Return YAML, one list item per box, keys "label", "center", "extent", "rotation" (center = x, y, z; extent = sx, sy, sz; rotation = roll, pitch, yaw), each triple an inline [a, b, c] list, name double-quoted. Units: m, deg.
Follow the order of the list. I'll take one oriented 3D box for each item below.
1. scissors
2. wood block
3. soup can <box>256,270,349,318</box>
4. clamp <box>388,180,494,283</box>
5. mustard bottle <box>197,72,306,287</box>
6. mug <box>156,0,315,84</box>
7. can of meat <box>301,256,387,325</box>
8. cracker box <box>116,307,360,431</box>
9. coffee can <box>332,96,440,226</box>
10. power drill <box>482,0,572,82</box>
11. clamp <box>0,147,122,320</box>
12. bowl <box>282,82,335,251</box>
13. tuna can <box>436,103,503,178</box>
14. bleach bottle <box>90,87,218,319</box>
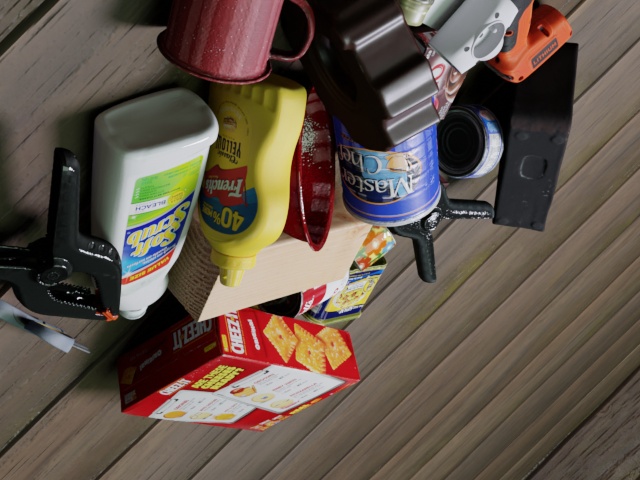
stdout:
- label: "scissors"
  center: [-0.237, 0.093, 0.987]
  extent: [0.016, 0.096, 0.201]
  rotation: [-61, 151, -9]
- label: "wood block"
  center: [-0.057, 0.001, 1.089]
  extent: [0.205, 0.090, 0.091]
  rotation: [-15, 141, -44]
- label: "soup can"
  center: [-0.021, 0.044, 1.204]
  extent: [0.102, 0.068, 0.069]
  rotation: [-26, 149, -52]
- label: "clamp"
  center: [0.118, -0.020, 1.227]
  extent: [0.171, 0.039, 0.120]
  rotation: [27, 97, -39]
- label: "mustard bottle"
  center: [-0.067, -0.051, 0.934]
  extent: [0.058, 0.096, 0.192]
  rotation: [-9, 115, -45]
- label: "mug"
  center: [-0.061, -0.175, 0.822]
  extent: [0.093, 0.117, 0.082]
  rotation: [-82, -171, -57]
- label: "can of meat"
  center: [0.024, 0.050, 1.303]
  extent: [0.101, 0.057, 0.084]
  rotation: [-7, 134, -50]
- label: "cracker box"
  center: [-0.088, 0.141, 1.167]
  extent: [0.164, 0.072, 0.213]
  rotation: [-32, 147, 32]
- label: "coffee can"
  center: [0.066, -0.099, 1.066]
  extent: [0.102, 0.103, 0.140]
  rotation: [-31, 136, -23]
- label: "power drill"
  center: [0.228, -0.269, 1.130]
  extent: [0.184, 0.057, 0.187]
  rotation: [-40, 151, -10]
- label: "clamp"
  center: [-0.237, 0.018, 0.885]
  extent: [0.164, 0.036, 0.210]
  rotation: [-24, 146, 1]
- label: "bowl"
  center: [-0.027, -0.070, 1.015]
  extent: [0.162, 0.055, 0.162]
  rotation: [1, 90, -79]
- label: "tuna can"
  center: [0.166, -0.114, 1.230]
  extent: [0.033, 0.086, 0.086]
  rotation: [-8, 136, -46]
- label: "bleach bottle"
  center: [-0.157, -0.017, 0.963]
  extent: [0.102, 0.068, 0.251]
  rotation: [-22, 148, -29]
